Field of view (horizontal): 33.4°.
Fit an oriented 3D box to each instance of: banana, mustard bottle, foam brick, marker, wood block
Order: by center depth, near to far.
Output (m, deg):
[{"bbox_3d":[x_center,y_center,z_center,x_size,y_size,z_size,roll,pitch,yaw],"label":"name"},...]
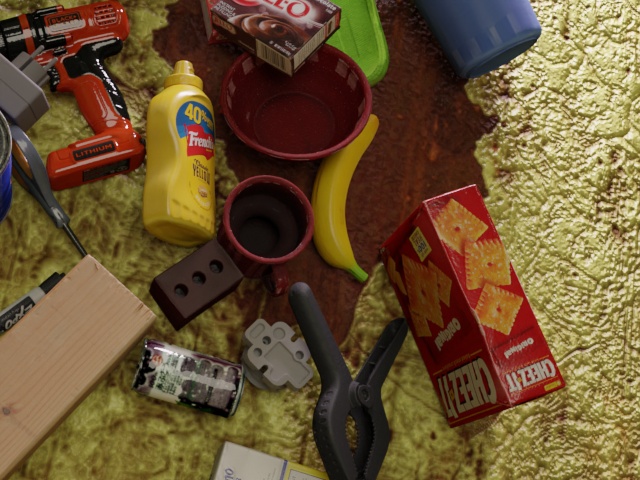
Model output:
[{"bbox_3d":[-0.260,0.123,0.996,0.091,0.090,0.205,43,67,0],"label":"wood block"},{"bbox_3d":[-0.297,0.070,1.040,0.121,0.020,0.020,-39,86,-22],"label":"marker"},{"bbox_3d":[-0.126,0.044,1.077,0.078,0.051,0.053,-36,85,-22],"label":"foam brick"},{"bbox_3d":[-0.142,-0.095,1.097,0.058,0.096,0.191,-10,70,24],"label":"mustard bottle"},{"bbox_3d":[0.023,-0.053,1.160,0.069,0.037,0.198,16,70,-29],"label":"banana"}]

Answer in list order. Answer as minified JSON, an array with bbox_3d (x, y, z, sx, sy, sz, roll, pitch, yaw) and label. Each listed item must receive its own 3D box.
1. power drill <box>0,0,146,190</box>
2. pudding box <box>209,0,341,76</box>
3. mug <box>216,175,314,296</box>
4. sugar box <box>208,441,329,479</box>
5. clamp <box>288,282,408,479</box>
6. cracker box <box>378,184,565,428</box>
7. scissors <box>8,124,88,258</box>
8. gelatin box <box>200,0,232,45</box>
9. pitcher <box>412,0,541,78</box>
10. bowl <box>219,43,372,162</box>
[{"bbox_3d":[-0.269,-0.150,1.096,0.184,0.057,0.188,-16,79,-13],"label":"power drill"},{"bbox_3d":[-0.048,-0.239,1.146,0.113,0.039,0.090,35,67,15],"label":"pudding box"},{"bbox_3d":[-0.057,0.001,1.093,0.093,0.082,0.117,-15,78,-19],"label":"mug"},{"bbox_3d":[-0.026,0.267,1.039,0.176,0.048,0.093,19,67,-6],"label":"sugar box"},{"bbox_3d":[0.038,0.153,1.061,0.164,0.036,0.210,12,65,-43],"label":"clamp"},{"bbox_3d":[0.143,0.072,1.082,0.072,0.164,0.214,-18,78,-18],"label":"cracker box"},{"bbox_3d":[-0.260,-0.036,1.047,0.016,0.096,0.202,-36,82,-25],"label":"scissors"},{"bbox_3d":[-0.095,-0.266,1.195,0.073,0.030,0.089,-7,75,-17],"label":"gelatin box"},{"bbox_3d":[0.161,-0.317,1.238,0.149,0.145,0.243,-26,85,-9],"label":"pitcher"},{"bbox_3d":[-0.027,-0.140,1.149,0.162,0.055,0.162,2,61,-3],"label":"bowl"}]
